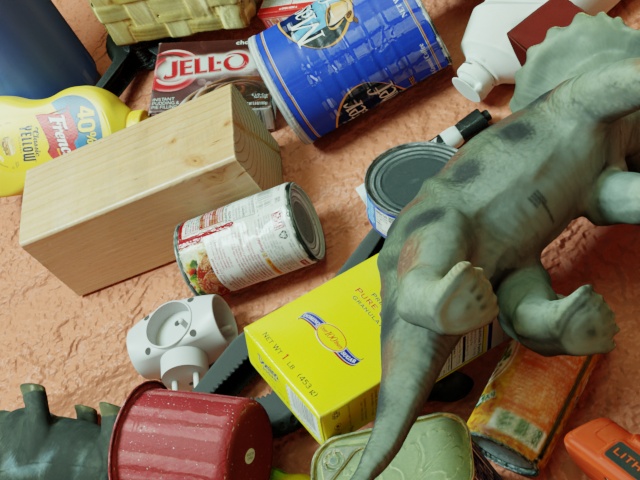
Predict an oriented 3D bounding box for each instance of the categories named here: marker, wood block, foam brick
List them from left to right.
[{"bbox_3d":[-0.143,-0.041,0.912,0.206,0.090,0.090,-21,49,17],"label":"wood block"},{"bbox_3d":[0.083,-0.067,0.846,0.121,0.020,0.020,-34,47,5],"label":"marker"},{"bbox_3d":[0.183,-0.134,0.796,0.051,0.078,0.053,-37,46,3],"label":"foam brick"}]

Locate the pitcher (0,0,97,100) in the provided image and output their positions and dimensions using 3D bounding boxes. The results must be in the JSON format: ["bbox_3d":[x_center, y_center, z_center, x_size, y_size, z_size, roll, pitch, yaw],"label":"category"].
[{"bbox_3d":[-0.329,-0.222,1.028,0.145,0.242,0.149,-18,49,16],"label":"pitcher"}]

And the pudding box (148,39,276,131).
[{"bbox_3d":[-0.095,-0.140,0.970,0.113,0.039,0.090,-1,54,3],"label":"pudding box"}]

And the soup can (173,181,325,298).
[{"bbox_3d":[-0.056,0.001,0.844,0.102,0.068,0.068,-20,49,16],"label":"soup can"}]

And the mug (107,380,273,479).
[{"bbox_3d":[-0.081,0.154,0.719,0.082,0.117,0.093,2,27,21],"label":"mug"}]

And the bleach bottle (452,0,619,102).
[{"bbox_3d":[0.202,-0.208,0.853,0.250,0.068,0.103,-49,45,-7],"label":"bleach bottle"}]

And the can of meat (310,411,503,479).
[{"bbox_3d":[0.057,0.155,0.652,0.102,0.084,0.057,-17,50,19],"label":"can of meat"}]

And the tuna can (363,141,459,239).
[{"bbox_3d":[0.076,-0.034,0.797,0.086,0.034,0.086,-4,44,3],"label":"tuna can"}]

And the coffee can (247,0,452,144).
[{"bbox_3d":[0.025,-0.158,0.891,0.140,0.102,0.103,-28,47,9],"label":"coffee can"}]

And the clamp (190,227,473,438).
[{"bbox_3d":[-0.001,0.091,0.767,0.210,0.036,0.165,-32,46,1],"label":"clamp"}]

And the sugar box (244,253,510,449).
[{"bbox_3d":[0.048,0.055,0.709,0.176,0.048,0.093,-31,51,-18],"label":"sugar box"}]

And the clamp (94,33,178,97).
[{"bbox_3d":[-0.188,-0.184,1.076,0.120,0.039,0.171,-18,43,-2],"label":"clamp"}]

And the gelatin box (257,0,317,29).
[{"bbox_3d":[-0.012,-0.244,1.027,0.073,0.030,0.089,1,58,33],"label":"gelatin box"}]

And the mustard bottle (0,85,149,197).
[{"bbox_3d":[-0.233,-0.095,1.005,0.192,0.058,0.096,-5,96,13],"label":"mustard bottle"}]
